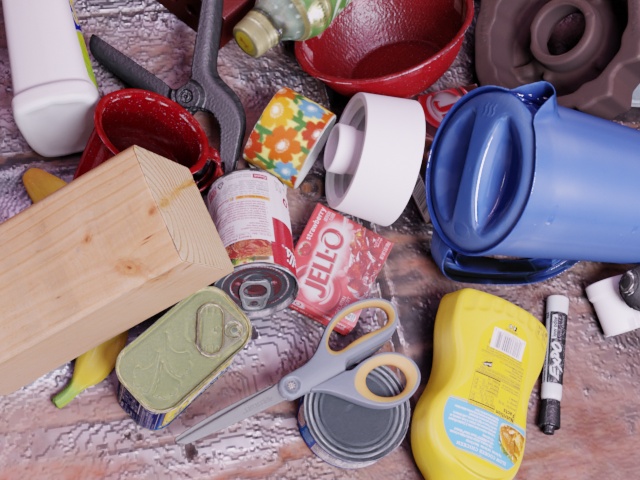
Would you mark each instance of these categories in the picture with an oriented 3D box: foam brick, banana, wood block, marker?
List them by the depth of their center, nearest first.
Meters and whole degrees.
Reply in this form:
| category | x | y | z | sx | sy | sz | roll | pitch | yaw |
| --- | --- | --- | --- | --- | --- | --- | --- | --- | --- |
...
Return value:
| category | x | y | z | sx | sy | sz | roll | pitch | yaw |
| --- | --- | --- | --- | --- | --- | --- | --- | --- | --- |
| wood block | -0.181 | 0.027 | 0.757 | 0.206 | 0.090 | 0.090 | -29 | 75 | 13 |
| banana | -0.188 | 0.029 | 0.838 | 0.069 | 0.037 | 0.198 | -7 | 70 | -16 |
| marker | 0.197 | 0.105 | 0.904 | 0.020 | 0.020 | 0.121 | 13 | 66 | -8 |
| foam brick | -0.100 | -0.220 | 0.950 | 0.078 | 0.053 | 0.051 | 38 | 65 | 5 |

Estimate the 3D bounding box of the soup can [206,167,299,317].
| category | x | y | z | sx | sy | sz | roll | pitch | yaw |
| --- | --- | --- | --- | --- | --- | --- | --- | --- | --- |
| soup can | -0.056 | 0.001 | 0.848 | 0.068 | 0.069 | 0.102 | 2 | 50 | -12 |

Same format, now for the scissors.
| category | x | y | z | sx | sy | sz | roll | pitch | yaw |
| --- | --- | --- | --- | --- | --- | --- | --- | --- | --- |
| scissors | -0.005 | 0.122 | 0.814 | 0.201 | 0.016 | 0.096 | -40 | 81 | -23 |

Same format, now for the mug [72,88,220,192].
| category | x | y | z | sx | sy | sz | roll | pitch | yaw |
| --- | --- | --- | --- | --- | --- | --- | --- | --- | --- |
| mug | -0.136 | -0.058 | 0.846 | 0.117 | 0.082 | 0.093 | 1 | 50 | -34 |

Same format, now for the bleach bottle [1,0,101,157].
| category | x | y | z | sx | sy | sz | roll | pitch | yaw |
| --- | --- | --- | --- | --- | --- | --- | --- | --- | --- |
| bleach bottle | -0.234 | -0.201 | 0.884 | 0.068 | 0.102 | 0.251 | -13 | 71 | -7 |

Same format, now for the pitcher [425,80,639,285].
| category | x | y | z | sx | sy | sz | roll | pitch | yaw |
| --- | --- | --- | --- | --- | --- | --- | --- | --- | --- |
| pitcher | 0.213 | -0.034 | 0.888 | 0.242 | 0.149 | 0.145 | 7 | 80 | -31 |

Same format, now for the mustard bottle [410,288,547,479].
| category | x | y | z | sx | sy | sz | roll | pitch | yaw |
| --- | --- | --- | --- | --- | --- | --- | --- | --- | --- |
| mustard bottle | 0.121 | 0.141 | 0.848 | 0.096 | 0.058 | 0.191 | 28 | 64 | -23 |

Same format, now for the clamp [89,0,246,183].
| category | x | y | z | sx | sy | sz | roll | pitch | yaw |
| --- | --- | --- | --- | --- | --- | --- | --- | --- | --- |
| clamp | -0.122 | -0.121 | 0.901 | 0.120 | 0.039 | 0.171 | -15 | 86 | 9 |

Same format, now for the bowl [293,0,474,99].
| category | x | y | z | sx | sy | sz | roll | pitch | yaw |
| --- | --- | --- | --- | --- | --- | --- | --- | --- | --- |
| bowl | 0.060 | -0.171 | 0.941 | 0.162 | 0.055 | 0.162 | -12 | 44 | 12 |

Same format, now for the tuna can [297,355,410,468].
| category | x | y | z | sx | sy | sz | roll | pitch | yaw |
| --- | --- | --- | --- | --- | --- | --- | --- | --- | --- |
| tuna can | 0.025 | 0.136 | 0.844 | 0.086 | 0.034 | 0.086 | 4 | 68 | -11 |

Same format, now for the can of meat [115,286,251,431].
| category | x | y | z | sx | sy | sz | roll | pitch | yaw |
| --- | --- | --- | --- | --- | --- | --- | --- | --- | --- |
| can of meat | -0.106 | 0.092 | 0.805 | 0.057 | 0.084 | 0.102 | 45 | 66 | 7 |

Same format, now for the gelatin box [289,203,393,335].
| category | x | y | z | sx | sy | sz | roll | pitch | yaw |
| --- | --- | --- | --- | --- | --- | --- | --- | --- | --- |
| gelatin box | 0.010 | 0.024 | 0.888 | 0.073 | 0.030 | 0.089 | 28 | 65 | 0 |

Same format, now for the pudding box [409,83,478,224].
| category | x | y | z | sx | sy | sz | roll | pitch | yaw |
| --- | --- | --- | --- | --- | --- | --- | --- | --- | --- |
| pudding box | 0.115 | -0.078 | 0.948 | 0.090 | 0.039 | 0.113 | -15 | 73 | -19 |
